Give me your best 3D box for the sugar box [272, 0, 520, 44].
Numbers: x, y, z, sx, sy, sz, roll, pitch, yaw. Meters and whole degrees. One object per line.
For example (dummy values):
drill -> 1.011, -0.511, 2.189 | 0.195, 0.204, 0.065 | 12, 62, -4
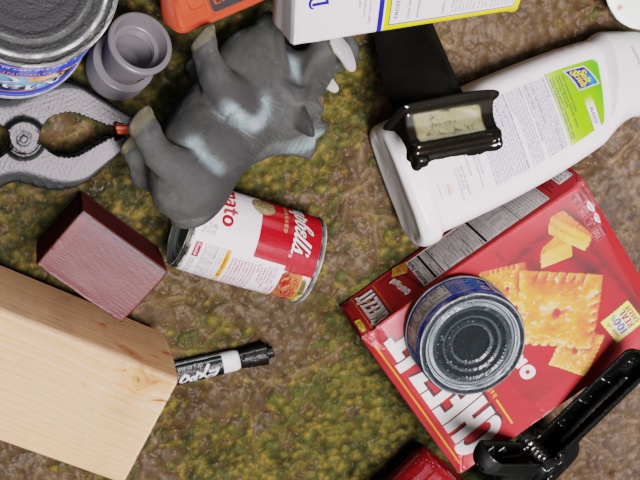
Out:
sugar box -> 0.056, -0.191, 0.712 | 0.176, 0.048, 0.093 | -10, 130, -19

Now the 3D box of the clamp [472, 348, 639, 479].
clamp -> 0.171, 0.177, 0.868 | 0.164, 0.036, 0.210 | -22, 150, -25

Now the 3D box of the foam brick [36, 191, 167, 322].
foam brick -> -0.159, 0.012, 0.776 | 0.078, 0.053, 0.051 | 38, 96, -22

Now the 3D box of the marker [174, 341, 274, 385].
marker -> -0.096, 0.101, 0.843 | 0.121, 0.020, 0.020 | -12, 112, -11

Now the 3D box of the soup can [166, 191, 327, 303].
soup can -> -0.055, 0.001, 0.791 | 0.102, 0.068, 0.068 | 17, 104, -19

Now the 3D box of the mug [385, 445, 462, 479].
mug -> 0.094, 0.236, 0.906 | 0.081, 0.093, 0.117 | -47, 121, -1

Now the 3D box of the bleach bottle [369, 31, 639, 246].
bleach bottle -> 0.170, -0.088, 0.818 | 0.250, 0.068, 0.102 | -22, 100, -8

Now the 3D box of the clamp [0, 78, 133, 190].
clamp -> -0.213, -0.081, 0.737 | 0.171, 0.039, 0.120 | -16, 113, -17

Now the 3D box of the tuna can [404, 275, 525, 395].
tuna can -> 0.109, 0.072, 0.801 | 0.086, 0.034, 0.086 | -4, 110, -12

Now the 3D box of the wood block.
wood block -> -0.215, 0.079, 0.745 | 0.205, 0.090, 0.091 | 25, 100, -21

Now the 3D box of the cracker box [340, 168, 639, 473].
cracker box -> 0.151, 0.063, 0.865 | 0.213, 0.072, 0.164 | -35, 113, 0

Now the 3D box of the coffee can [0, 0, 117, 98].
coffee can -> -0.184, -0.146, 0.651 | 0.102, 0.140, 0.103 | 0, 90, -20
